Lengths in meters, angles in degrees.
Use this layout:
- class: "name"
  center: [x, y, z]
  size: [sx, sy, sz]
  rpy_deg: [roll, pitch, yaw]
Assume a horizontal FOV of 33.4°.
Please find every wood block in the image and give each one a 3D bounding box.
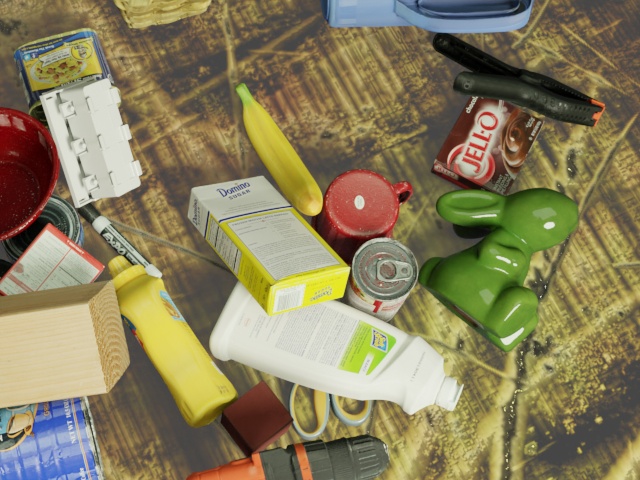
- class: "wood block"
  center: [-0.300, 0.105, 1.026]
  size: [0.206, 0.090, 0.091]
  rpy_deg: [-9, 102, 6]

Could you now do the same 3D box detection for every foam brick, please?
- class: "foam brick"
  center: [-0.065, 0.181, 1.072]
  size: [0.053, 0.078, 0.051]
  rpy_deg: [-35, 79, -17]

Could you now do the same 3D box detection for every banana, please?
- class: "banana"
  center: [-0.044, -0.086, 1.165]
  size: [0.037, 0.069, 0.198]
  rpy_deg: [-37, 58, 6]

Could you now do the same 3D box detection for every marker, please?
- class: "marker"
  center: [-0.219, 0.001, 1.150]
  size: [0.121, 0.020, 0.020]
  rpy_deg: [44, 72, 9]

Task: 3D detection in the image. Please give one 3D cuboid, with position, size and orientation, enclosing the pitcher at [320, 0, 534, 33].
- class: "pitcher"
  center: [0.124, -0.304, 1.239]
  size: [0.242, 0.149, 0.145]
  rpy_deg: [-5, 96, -5]

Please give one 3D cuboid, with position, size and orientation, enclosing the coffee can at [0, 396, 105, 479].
- class: "coffee can"
  center: [-0.287, 0.205, 1.025]
  size: [0.140, 0.103, 0.103]
  rpy_deg: [-13, 72, -11]

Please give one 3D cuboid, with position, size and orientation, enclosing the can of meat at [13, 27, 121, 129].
- class: "can of meat"
  center: [-0.284, -0.181, 1.188]
  size: [0.102, 0.057, 0.084]
  rpy_deg: [-17, 71, -13]

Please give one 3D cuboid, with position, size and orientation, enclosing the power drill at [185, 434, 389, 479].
- class: "power drill"
  center: [-0.034, 0.228, 1.001]
  size: [0.184, 0.188, 0.057]
  rpy_deg: [-10, 70, -9]

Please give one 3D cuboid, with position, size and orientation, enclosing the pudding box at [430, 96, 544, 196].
- class: "pudding box"
  center: [0.191, -0.107, 1.225]
  size: [0.090, 0.039, 0.113]
  rpy_deg: [28, 69, 5]

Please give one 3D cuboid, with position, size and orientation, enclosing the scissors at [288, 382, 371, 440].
- class: "scissors"
  center: [0.012, 0.113, 1.137]
  size: [0.096, 0.016, 0.201]
  rpy_deg: [7, 70, -2]

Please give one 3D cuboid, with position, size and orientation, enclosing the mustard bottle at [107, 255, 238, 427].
- class: "mustard bottle"
  center: [-0.158, 0.096, 1.081]
  size: [0.058, 0.096, 0.192]
  rpy_deg: [-34, 77, -5]

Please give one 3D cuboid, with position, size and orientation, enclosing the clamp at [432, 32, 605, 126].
- class: "clamp"
  center: [0.228, -0.173, 1.218]
  size: [0.210, 0.036, 0.164]
  rpy_deg: [21, 26, -6]

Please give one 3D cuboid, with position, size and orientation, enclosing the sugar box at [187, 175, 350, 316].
- class: "sugar box"
  center: [-0.057, 0.002, 1.106]
  size: [0.093, 0.048, 0.176]
  rpy_deg: [-12, 39, -32]

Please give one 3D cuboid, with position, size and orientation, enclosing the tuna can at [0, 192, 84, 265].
- class: "tuna can"
  center: [-0.296, -0.007, 1.136]
  size: [0.086, 0.034, 0.086]
  rpy_deg: [2, 70, -6]

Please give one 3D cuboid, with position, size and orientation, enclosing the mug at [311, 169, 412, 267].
- class: "mug"
  center: [0.050, -0.031, 1.159]
  size: [0.117, 0.081, 0.093]
  rpy_deg: [-25, 75, -14]

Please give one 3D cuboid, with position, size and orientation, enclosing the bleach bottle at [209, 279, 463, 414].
- class: "bleach bottle"
  center: [0.020, 0.118, 1.087]
  size: [0.251, 0.068, 0.102]
  rpy_deg: [22, 71, 13]

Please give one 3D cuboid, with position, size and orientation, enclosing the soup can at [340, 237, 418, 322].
- class: "soup can"
  center: [0.060, 0.046, 1.121]
  size: [0.068, 0.102, 0.068]
  rpy_deg: [2, 70, -6]

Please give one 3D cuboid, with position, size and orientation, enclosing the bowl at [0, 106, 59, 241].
- class: "bowl"
  center: [-0.342, -0.056, 1.104]
  size: [0.162, 0.055, 0.162]
  rpy_deg: [-2, 64, 4]

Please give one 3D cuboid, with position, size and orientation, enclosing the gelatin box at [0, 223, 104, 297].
- class: "gelatin box"
  center: [-0.277, 0.040, 1.090]
  size: [0.073, 0.030, 0.089]
  rpy_deg: [39, 73, -6]
